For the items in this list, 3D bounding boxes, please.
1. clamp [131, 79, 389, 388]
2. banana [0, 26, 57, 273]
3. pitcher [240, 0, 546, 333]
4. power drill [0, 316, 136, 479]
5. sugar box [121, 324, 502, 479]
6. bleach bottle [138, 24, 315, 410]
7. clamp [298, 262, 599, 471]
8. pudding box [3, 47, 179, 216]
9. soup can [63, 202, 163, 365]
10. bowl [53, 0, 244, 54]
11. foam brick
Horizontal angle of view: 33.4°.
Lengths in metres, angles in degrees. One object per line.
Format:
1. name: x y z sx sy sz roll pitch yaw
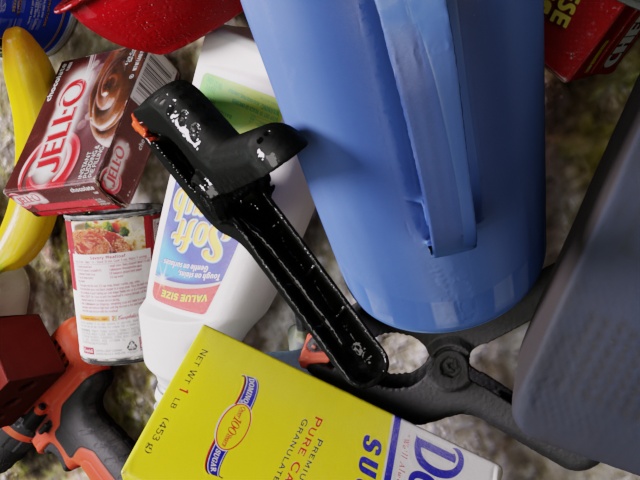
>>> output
1. clamp: -0.045 -0.033 0.544 0.210 0.036 0.164 45 161 38
2. banana: -0.211 -0.058 0.771 0.037 0.069 0.198 17 110 13
3. pitcher: 0.042 -0.064 0.477 0.145 0.149 0.243 21 145 34
4. power drill: -0.182 0.176 0.803 0.188 0.057 0.185 53 123 15
5. sugar box: -0.003 0.123 0.550 0.176 0.093 0.048 23 154 8
6. bleach bottle: -0.054 0.001 0.662 0.103 0.067 0.251 27 109 31
7. clamp: 0.077 0.054 0.575 0.171 0.039 0.120 10 96 2
8. pudding box: -0.151 -0.072 0.709 0.090 0.039 0.113 -4 56 35
9. soup can: -0.137 0.028 0.736 0.069 0.068 0.102 2 100 35
10. bowl: -0.072 -0.156 0.620 0.162 0.162 0.055 -18 116 36
11. foam brick: -0.230 0.095 0.763 0.078 0.052 0.051 -43 68 29
